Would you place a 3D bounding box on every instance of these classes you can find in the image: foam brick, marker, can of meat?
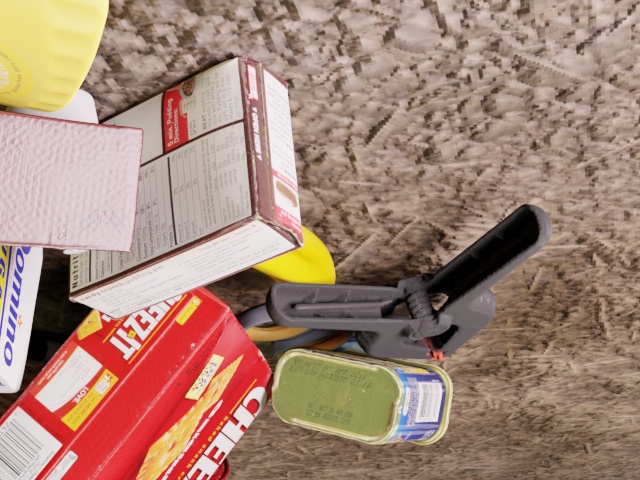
[{"bbox_3d":[-0.118,-0.024,0.431,0.078,0.053,0.051,6,180,-29],"label":"foam brick"},{"bbox_3d":[-0.177,0.087,0.774,0.020,0.020,0.120,-24,149,32],"label":"marker"},{"bbox_3d":[0.028,0.107,0.737,0.102,0.057,0.083,8,176,30],"label":"can of meat"}]

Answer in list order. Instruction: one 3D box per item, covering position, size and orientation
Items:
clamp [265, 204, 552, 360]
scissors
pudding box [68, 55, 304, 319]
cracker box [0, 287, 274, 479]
[{"bbox_3d":[0.053,0.043,0.673,0.164,0.036,0.210,-14,159,-1],"label":"clamp"},{"bbox_3d":[0.021,0.042,0.733,0.096,0.016,0.202,15,146,-37],"label":"scissors"},{"bbox_3d":[-0.066,-0.023,0.495,0.114,0.090,0.039,-22,150,28],"label":"pudding box"},{"bbox_3d":[-0.110,0.114,0.659,0.072,0.164,0.213,35,168,16],"label":"cracker box"}]
